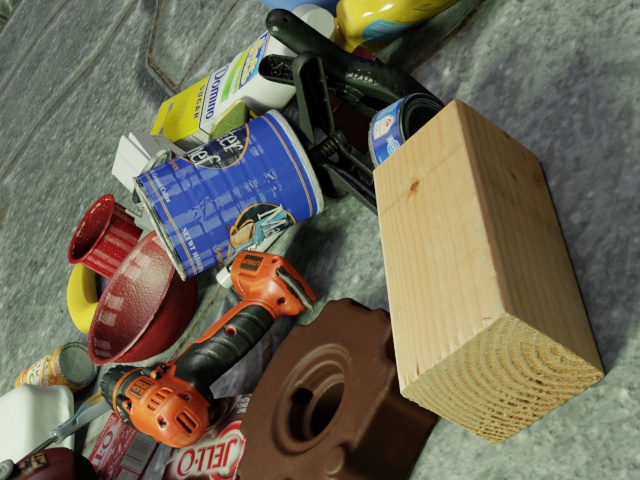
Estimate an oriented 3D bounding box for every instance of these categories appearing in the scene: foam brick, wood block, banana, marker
[{"bbox_3d":[0.038,-0.131,0.988,0.078,0.051,0.053,-52,28,11],"label":"foam brick"},{"bbox_3d":[0.102,0.015,0.702,0.091,0.090,0.206,-41,33,30],"label":"wood block"},{"bbox_3d":[-0.278,0.073,1.295,0.069,0.037,0.198,-58,27,-3],"label":"banana"},{"bbox_3d":[-0.057,0.001,1.038,0.121,0.020,0.020,-45,31,22],"label":"marker"}]

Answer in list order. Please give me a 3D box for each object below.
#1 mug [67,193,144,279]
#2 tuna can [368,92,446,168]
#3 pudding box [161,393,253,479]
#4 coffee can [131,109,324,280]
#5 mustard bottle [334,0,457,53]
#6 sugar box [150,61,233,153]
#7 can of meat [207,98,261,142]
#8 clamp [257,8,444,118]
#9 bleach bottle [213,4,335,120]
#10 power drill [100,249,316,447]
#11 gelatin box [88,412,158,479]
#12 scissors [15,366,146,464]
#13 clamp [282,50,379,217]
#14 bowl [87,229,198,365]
[{"bbox_3d":[-0.240,0.000,1.260,0.093,0.081,0.117,-54,29,7],"label":"mug"},{"bbox_3d":[0.079,-0.070,0.827,0.034,0.086,0.086,-27,41,41],"label":"tuna can"},{"bbox_3d":[-0.082,0.177,0.882,0.114,0.039,0.090,-18,47,50],"label":"pudding box"},{"bbox_3d":[-0.081,-0.041,0.947,0.140,0.103,0.103,-27,27,-10],"label":"coffee can"},{"bbox_3d":[0.072,-0.222,0.985,0.192,0.096,0.058,-27,82,45],"label":"mustard bottle"},{"bbox_3d":[-0.146,-0.150,1.300,0.177,0.048,0.093,-22,44,49],"label":"sugar box"},{"bbox_3d":[-0.063,-0.078,1.059,0.058,0.083,0.102,-39,33,30],"label":"can of meat"},{"bbox_3d":[0.023,-0.141,0.899,0.120,0.171,0.039,68,-139,-80],"label":"clamp"},{"bbox_3d":[-0.039,-0.180,1.073,0.102,0.068,0.251,-69,14,-17],"label":"bleach bottle"},{"bbox_3d":[-0.103,0.091,0.932,0.187,0.057,0.185,-48,25,-17],"label":"power drill"},{"bbox_3d":[-0.201,0.219,1.037,0.073,0.030,0.089,10,70,60],"label":"gelatin box"},{"bbox_3d":[-0.258,0.189,1.079,0.201,0.016,0.096,-34,6,-19],"label":"scissors"},{"bbox_3d":[0.002,-0.088,0.925,0.036,0.164,0.210,-34,16,-12],"label":"clamp"},{"bbox_3d":[-0.178,0.068,1.124,0.162,0.055,0.162,-38,34,32],"label":"bowl"}]
